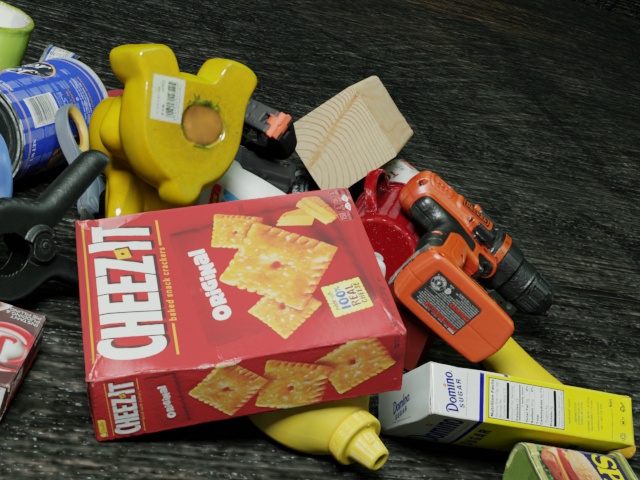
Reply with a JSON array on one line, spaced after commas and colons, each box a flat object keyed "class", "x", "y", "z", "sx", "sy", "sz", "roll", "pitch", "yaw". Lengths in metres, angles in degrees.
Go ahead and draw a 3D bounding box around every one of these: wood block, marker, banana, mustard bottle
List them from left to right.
[{"class": "mustard bottle", "x": -0.020, "y": 0.105, "z": 0.800, "sx": 0.096, "sy": 0.058, "sz": 0.192, "roll": -14, "pitch": 41, "yaw": -42}, {"class": "marker", "x": -0.023, "y": -0.047, "z": 1.167, "sx": 0.020, "sy": 0.020, "sz": 0.121, "roll": 17, "pitch": 24, "yaw": -7}, {"class": "wood block", "x": 0.037, "y": -0.122, "z": 1.211, "sx": 0.090, "sy": 0.091, "sz": 0.206, "roll": 57, "pitch": 15, "yaw": -4}, {"class": "banana", "x": 0.195, "y": 0.126, "z": 0.950, "sx": 0.069, "sy": 0.037, "sz": 0.198, "roll": 0, "pitch": 31, "yaw": -34}]

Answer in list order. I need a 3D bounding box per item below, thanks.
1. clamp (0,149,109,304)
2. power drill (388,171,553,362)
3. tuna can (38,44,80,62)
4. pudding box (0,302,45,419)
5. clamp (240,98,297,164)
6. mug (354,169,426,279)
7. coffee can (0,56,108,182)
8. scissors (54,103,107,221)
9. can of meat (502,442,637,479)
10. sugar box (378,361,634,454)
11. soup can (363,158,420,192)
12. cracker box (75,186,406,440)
[{"class": "clamp", "x": -0.215, "y": 0.010, "z": 0.816, "sx": 0.039, "sy": 0.120, "sz": 0.171, "roll": -2, "pitch": 20, "yaw": 42}, {"class": "power drill", "x": 0.137, "y": 0.032, "z": 0.960, "sx": 0.184, "sy": 0.057, "sz": 0.187, "roll": 40, "pitch": 24, "yaw": -6}, {"class": "tuna can", "x": -0.282, "y": -0.160, "z": 1.123, "sx": 0.033, "sy": 0.086, "sz": 0.086, "roll": 19, "pitch": 24, "yaw": -7}, {"class": "pudding box", "x": -0.252, "y": 0.069, "z": 0.719, "sx": 0.113, "sy": 0.039, "sz": 0.090, "roll": 18, "pitch": 24, "yaw": -7}, {"class": "clamp", "x": -0.086, "y": -0.125, "z": 1.109, "sx": 0.164, "sy": 0.036, "sz": 0.210, "roll": 36, "pitch": -8, "yaw": -15}, {"class": "mug", "x": 0.064, "y": -0.013, "z": 1.055, "sx": 0.093, "sy": 0.117, "sz": 0.081, "roll": -3, "pitch": 23, "yaw": 20}, {"class": "coffee can", "x": -0.278, "y": -0.113, "z": 1.004, "sx": 0.103, "sy": 0.103, "sz": 0.140, "roll": 27, "pitch": 25, "yaw": 14}, {"class": "scissors", "x": -0.212, "y": -0.049, "z": 0.931, "sx": 0.016, "sy": 0.096, "sz": 0.201, "roll": -22, "pitch": 31, "yaw": 15}, {"class": "can of meat", "x": 0.187, "y": 0.196, "z": 0.777, "sx": 0.083, "sy": 0.057, "sz": 0.102, "roll": 11, "pitch": 26, "yaw": -15}, {"class": "sugar box", "x": 0.142, "y": 0.136, "z": 0.825, "sx": 0.176, "sy": 0.093, "sz": 0.048, "roll": 9, "pitch": 68, "yaw": -19}, {"class": "soup can", "x": 0.103, "y": -0.040, "z": 1.192, "sx": 0.068, "sy": 0.068, "sz": 0.102, "roll": -1, "pitch": 31, "yaw": -39}, {"class": "cracker box", "x": -0.063, "y": 0.044, "z": 0.765, "sx": 0.213, "sy": 0.072, "sz": 0.164, "roll": -7, "pitch": 42, "yaw": -10}]
